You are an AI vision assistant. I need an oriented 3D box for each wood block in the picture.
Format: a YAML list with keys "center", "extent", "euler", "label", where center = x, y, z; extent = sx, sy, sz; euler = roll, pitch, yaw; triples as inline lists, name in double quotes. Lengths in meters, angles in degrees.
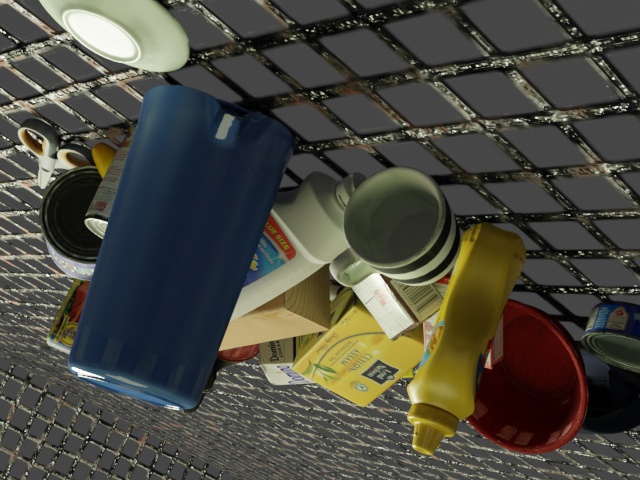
- center: [-0.102, 0.057, 1.101]
  extent: [0.206, 0.090, 0.090]
  euler: [-13, 155, 27]
  label: "wood block"

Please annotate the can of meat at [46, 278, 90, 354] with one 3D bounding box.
- center: [-0.255, 0.092, 1.228]
  extent: [0.084, 0.102, 0.057]
  euler: [24, 163, 2]
  label: "can of meat"

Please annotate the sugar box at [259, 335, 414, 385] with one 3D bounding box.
- center: [0.021, 0.138, 1.268]
  extent: [0.176, 0.048, 0.093]
  euler: [-7, 156, 6]
  label: "sugar box"

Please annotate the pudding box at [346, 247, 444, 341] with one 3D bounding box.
- center: [0.057, 0.032, 0.983]
  extent: [0.113, 0.039, 0.090]
  euler: [54, 162, 6]
  label: "pudding box"

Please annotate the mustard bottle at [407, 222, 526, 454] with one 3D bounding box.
- center: [0.116, 0.086, 0.890]
  extent: [0.058, 0.191, 0.096]
  euler: [21, 161, 6]
  label: "mustard bottle"

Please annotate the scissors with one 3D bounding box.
- center: [-0.281, -0.079, 1.167]
  extent: [0.096, 0.016, 0.202]
  euler: [22, 161, 3]
  label: "scissors"

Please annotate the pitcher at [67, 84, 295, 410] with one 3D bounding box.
- center: [-0.118, 0.009, 0.873]
  extent: [0.145, 0.243, 0.149]
  euler: [8, 163, 31]
  label: "pitcher"

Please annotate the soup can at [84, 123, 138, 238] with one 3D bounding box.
- center: [-0.167, -0.048, 0.989]
  extent: [0.068, 0.102, 0.068]
  euler: [20, 161, 7]
  label: "soup can"

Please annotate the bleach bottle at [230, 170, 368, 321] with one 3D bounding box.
- center: [-0.056, 0.001, 0.958]
  extent: [0.251, 0.102, 0.067]
  euler: [-31, 165, 34]
  label: "bleach bottle"

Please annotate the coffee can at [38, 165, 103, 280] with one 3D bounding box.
- center: [-0.244, -0.015, 1.140]
  extent: [0.102, 0.103, 0.140]
  euler: [25, 167, -6]
  label: "coffee can"

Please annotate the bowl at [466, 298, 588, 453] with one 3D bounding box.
- center: [0.197, 0.122, 1.035]
  extent: [0.162, 0.055, 0.162]
  euler: [18, 119, 36]
  label: "bowl"

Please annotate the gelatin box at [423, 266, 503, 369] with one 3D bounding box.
- center: [0.134, 0.070, 1.005]
  extent: [0.073, 0.030, 0.089]
  euler: [10, 116, 34]
  label: "gelatin box"
